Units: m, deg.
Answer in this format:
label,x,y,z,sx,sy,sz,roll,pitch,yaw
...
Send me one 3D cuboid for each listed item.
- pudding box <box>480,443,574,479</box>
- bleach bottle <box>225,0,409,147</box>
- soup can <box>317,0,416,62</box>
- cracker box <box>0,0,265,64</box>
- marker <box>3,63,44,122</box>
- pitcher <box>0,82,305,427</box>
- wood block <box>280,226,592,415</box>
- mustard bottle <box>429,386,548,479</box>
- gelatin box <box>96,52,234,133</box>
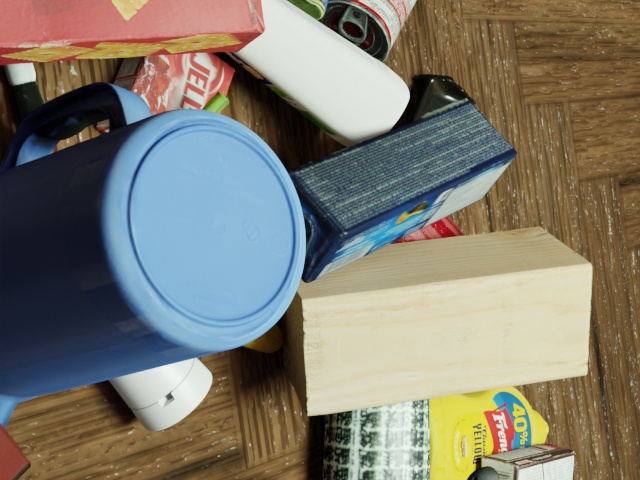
label,x,y,z,sx,sy,sz,roll,pitch,yaw
pudding box,0.172,0.233,0.892,0.089,0.039,0.113,0,95,-46
bleach bottle,-0.054,-0.156,0.748,0.250,0.103,0.068,32,98,-31
soup can,0.043,-0.197,0.856,0.068,0.069,0.102,49,54,-30
cracker box,-0.148,-0.187,0.607,0.213,0.072,0.164,-7,90,-20
marker,-0.190,-0.127,0.651,0.020,0.020,0.121,-23,102,-44
pitcher,-0.120,0.002,0.551,0.144,0.243,0.149,-39,106,-39
wood block,0.079,0.055,0.771,0.206,0.091,0.090,-7,109,-12
mustard bottle,0.136,0.170,0.919,0.191,0.058,0.096,3,85,-45
gelatin box,-0.103,-0.098,0.727,0.073,0.030,0.089,34,63,-38
